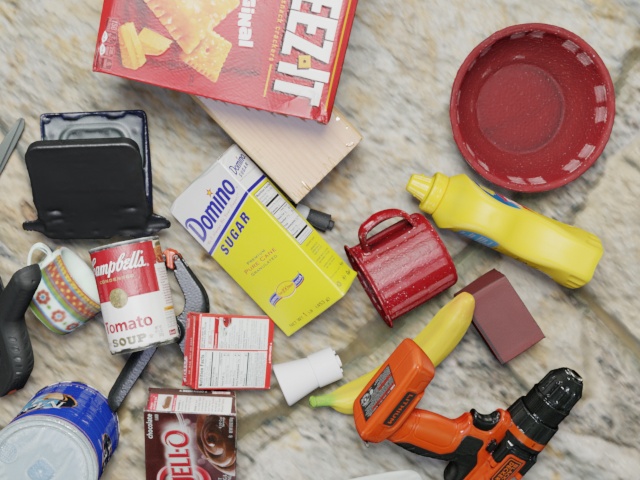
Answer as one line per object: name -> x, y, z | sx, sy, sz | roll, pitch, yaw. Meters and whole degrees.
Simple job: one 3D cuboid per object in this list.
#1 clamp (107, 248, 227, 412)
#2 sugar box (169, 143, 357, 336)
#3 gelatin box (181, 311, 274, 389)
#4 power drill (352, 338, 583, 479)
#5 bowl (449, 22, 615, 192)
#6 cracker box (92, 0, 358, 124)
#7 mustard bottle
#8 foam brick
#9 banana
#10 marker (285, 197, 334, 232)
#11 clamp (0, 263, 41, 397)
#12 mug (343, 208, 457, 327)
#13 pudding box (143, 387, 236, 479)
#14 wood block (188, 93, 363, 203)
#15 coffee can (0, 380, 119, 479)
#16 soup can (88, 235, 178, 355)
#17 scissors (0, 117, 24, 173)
clamp -> -0.141, 0.096, 1.067 | 0.120, 0.039, 0.171 | 9, 96, -11
sugar box -> -0.057, 0.002, 1.035 | 0.176, 0.048, 0.093 | 45, 128, -7
gelatin box -> -0.091, 0.109, 1.049 | 0.089, 0.030, 0.073 | 5, 87, -34
power drill -> 0.141, 0.168, 1.037 | 0.187, 0.057, 0.185 | 30, 108, -21
bowl -> 0.202, -0.129, 1.044 | 0.162, 0.055, 0.162 | 0, 96, -2
cracker box -> -0.077, -0.203, 0.923 | 0.213, 0.072, 0.164 | 13, 102, -2
mustard bottle -> 0.172, -0.017, 1.035 | 0.191, 0.096, 0.058 | 24, 95, -4
foam brick -> 0.178, 0.075, 1.067 | 0.051, 0.053, 0.078 | -34, 97, 2
banana -> 0.083, 0.121, 1.057 | 0.198, 0.069, 0.037 | -38, 63, 16
marker -> -0.043, -0.037, 1.064 | 0.121, 0.020, 0.020 | 21, 95, -4
clamp -> -0.311, 0.060, 1.020 | 0.036, 0.165, 0.210 | -21, 139, -33
mug -> 0.076, 0.017, 1.034 | 0.081, 0.093, 0.117 | -30, 124, -4
pudding box -> -0.128, 0.199, 1.056 | 0.090, 0.039, 0.113 | 2, 123, -3
wood block -> -0.063, -0.142, 1.018 | 0.091, 0.090, 0.206 | -44, 96, 4
coffee can -> -0.253, 0.200, 1.022 | 0.103, 0.140, 0.103 | 0, 96, -2
soup can -> -0.177, 0.052, 1.013 | 0.068, 0.068, 0.102 | -12, 89, -1
scissors -> -0.333, -0.018, 1.059 | 0.202, 0.016, 0.096 | -44, 97, 3
